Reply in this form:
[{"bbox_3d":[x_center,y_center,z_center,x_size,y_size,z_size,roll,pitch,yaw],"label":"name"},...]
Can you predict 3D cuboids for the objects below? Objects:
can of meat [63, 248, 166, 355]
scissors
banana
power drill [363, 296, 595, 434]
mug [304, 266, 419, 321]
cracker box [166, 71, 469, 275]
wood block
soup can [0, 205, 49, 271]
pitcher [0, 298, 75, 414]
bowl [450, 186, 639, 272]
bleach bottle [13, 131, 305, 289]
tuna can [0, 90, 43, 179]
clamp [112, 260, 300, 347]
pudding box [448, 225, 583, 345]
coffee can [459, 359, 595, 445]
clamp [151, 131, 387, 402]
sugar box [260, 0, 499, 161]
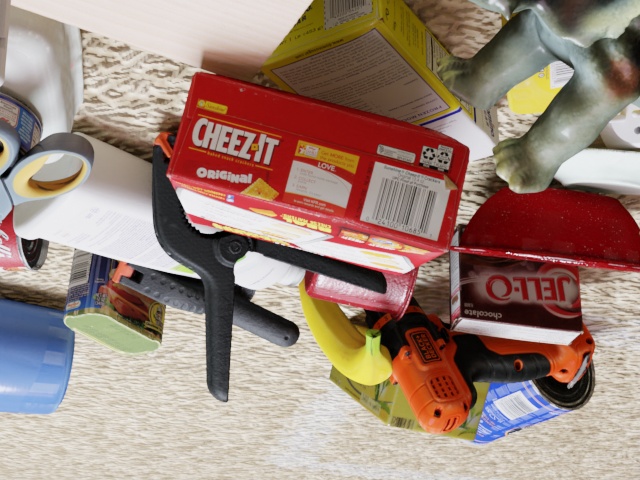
[{"bbox_3d":[-0.185,0.049,0.977,0.058,0.084,0.102,-15,147,30],"label":"can of meat"},{"bbox_3d":[-0.228,-0.032,0.701,0.202,0.016,0.096,-23,142,37],"label":"scissors"},{"bbox_3d":[0.024,0.084,0.948,0.037,0.069,0.198,-8,-166,-18],"label":"banana"},{"bbox_3d":[0.137,0.080,0.967,0.187,0.184,0.057,-9,141,-21],"label":"power drill"},{"bbox_3d":[0.037,0.005,0.892,0.081,0.093,0.117,12,119,-8],"label":"mug"},{"bbox_3d":[-0.005,-0.035,0.691,0.164,0.072,0.214,15,174,-1],"label":"cracker box"},{"bbox_3d":[-0.111,-0.171,0.565,0.205,0.090,0.091,16,148,-23],"label":"wood block"},{"bbox_3d":[-0.288,-0.008,0.897,0.102,0.068,0.068,-1,151,6],"label":"soup can"},{"bbox_3d":[-0.378,0.112,1.063,0.242,0.145,0.149,11,-178,-22],"label":"pitcher"},{"bbox_3d":[0.185,-0.010,0.840,0.162,0.055,0.162,7,179,0],"label":"bowl"},{"bbox_3d":[-0.120,-0.007,0.895,0.250,0.068,0.103,23,143,-37],"label":"bleach bottle"},{"bbox_3d":[-0.227,-0.064,0.695,0.086,0.034,0.086,1,152,0],"label":"tuna can"},{"bbox_3d":[-0.108,0.045,0.969,0.171,0.039,0.120,25,-179,-23],"label":"clamp"},{"bbox_3d":[0.169,0.040,0.931,0.113,0.090,0.039,6,151,-6],"label":"pudding box"},{"bbox_3d":[0.199,0.146,1.112,0.102,0.103,0.141,19,147,-28],"label":"coffee can"},{"bbox_3d":[-0.055,0.001,0.826,0.164,0.210,0.036,-28,-169,-4],"label":"clamp"},{"bbox_3d":[0.044,-0.104,0.726,0.093,0.048,0.176,-15,151,29],"label":"sugar box"}]
